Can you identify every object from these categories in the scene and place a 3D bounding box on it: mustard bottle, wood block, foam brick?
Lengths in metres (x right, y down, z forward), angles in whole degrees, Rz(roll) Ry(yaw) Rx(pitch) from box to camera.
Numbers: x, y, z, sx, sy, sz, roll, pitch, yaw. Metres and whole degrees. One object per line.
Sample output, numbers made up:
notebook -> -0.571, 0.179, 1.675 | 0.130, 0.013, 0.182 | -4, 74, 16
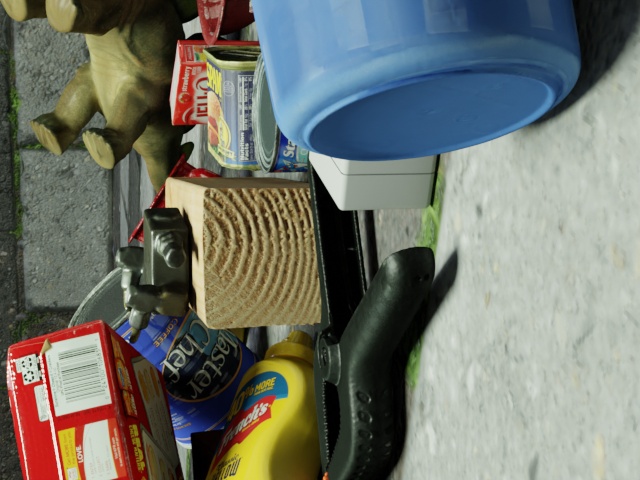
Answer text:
mustard bottle -> -0.033, 0.134, 0.688 | 0.096, 0.058, 0.191 | -40, 22, 41
wood block -> -0.055, 0.002, 0.769 | 0.206, 0.090, 0.090 | -161, 70, -74
foam brick -> -0.060, 0.178, 0.766 | 0.051, 0.052, 0.078 | -174, 80, -66

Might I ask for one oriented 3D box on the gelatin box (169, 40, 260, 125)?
gelatin box -> -0.090, -0.134, 0.919 | 0.089, 0.073, 0.030 | 113, 152, -58

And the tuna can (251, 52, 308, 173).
tuna can -> -0.024, -0.090, 0.749 | 0.086, 0.033, 0.086 | 178, 90, -76

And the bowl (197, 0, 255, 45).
bowl -> -0.062, -0.234, 0.837 | 0.162, 0.055, 0.162 | 178, 90, -76

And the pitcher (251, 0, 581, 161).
pitcher -> 0.028, -0.161, 0.387 | 0.149, 0.145, 0.243 | 98, 164, -78

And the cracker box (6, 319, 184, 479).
cracker box -> -0.141, 0.159, 0.728 | 0.214, 0.072, 0.164 | 85, 171, -74

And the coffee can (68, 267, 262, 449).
coffee can -> -0.130, 0.095, 0.907 | 0.140, 0.103, 0.103 | 47, -176, -25

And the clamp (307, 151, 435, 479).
clamp -> 0.021, 0.061, 0.584 | 0.165, 0.036, 0.210 | -128, 36, -67

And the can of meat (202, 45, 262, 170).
can of meat -> -0.058, -0.105, 0.838 | 0.102, 0.057, 0.084 | -132, 40, -68

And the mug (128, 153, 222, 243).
mug -> -0.107, -0.023, 0.941 | 0.117, 0.081, 0.093 | -48, 12, 49
